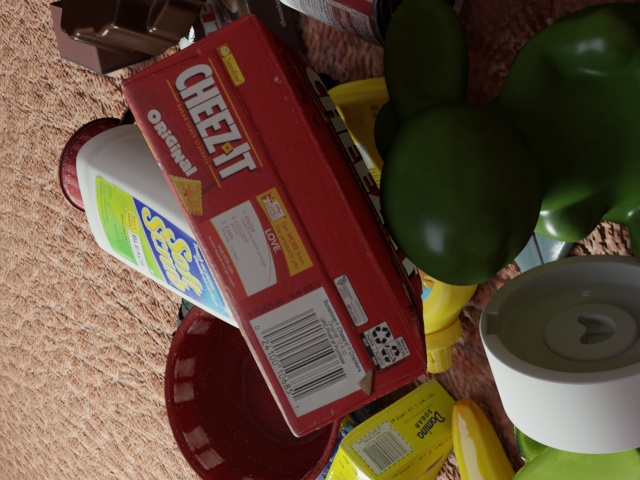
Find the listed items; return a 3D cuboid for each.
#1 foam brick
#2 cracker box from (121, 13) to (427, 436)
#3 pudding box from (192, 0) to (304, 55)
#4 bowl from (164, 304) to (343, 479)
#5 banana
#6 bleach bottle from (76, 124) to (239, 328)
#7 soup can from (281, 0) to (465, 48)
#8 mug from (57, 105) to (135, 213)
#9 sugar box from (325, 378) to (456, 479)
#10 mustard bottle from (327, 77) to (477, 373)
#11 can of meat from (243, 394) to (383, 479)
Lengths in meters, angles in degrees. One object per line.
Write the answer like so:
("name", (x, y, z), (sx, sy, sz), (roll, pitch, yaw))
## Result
("foam brick", (-0.190, -0.181, 0.920), (0.078, 0.052, 0.051), (26, 133, 45))
("cracker box", (-0.009, -0.016, 0.530), (0.164, 0.072, 0.213), (63, -173, -3))
("pudding box", (-0.058, -0.162, 0.743), (0.090, 0.039, 0.113), (15, 124, 54))
("bowl", (-0.039, 0.111, 0.793), (0.162, 0.055, 0.162), (0, 89, 33))
("banana", (0.144, 0.195, 0.704), (0.198, 0.037, 0.070), (49, 129, 22))
("bleach bottle", (-0.072, 0.002, 0.735), (0.251, 0.068, 0.102), (27, 133, 42))
("soup can", (0.023, -0.150, 0.598), (0.102, 0.068, 0.068), (34, 138, 41))
("mug", (-0.169, -0.067, 0.953), (0.082, 0.093, 0.117), (25, 96, 41))
("sugar box", (0.043, 0.183, 0.792), (0.048, 0.093, 0.176), (46, 146, 26))
("mustard bottle", (0.052, -0.005, 0.670), (0.096, 0.058, 0.191), (4, 115, 50))
("can of meat", (0.001, 0.149, 0.838), (0.084, 0.057, 0.102), (48, 114, 21))
